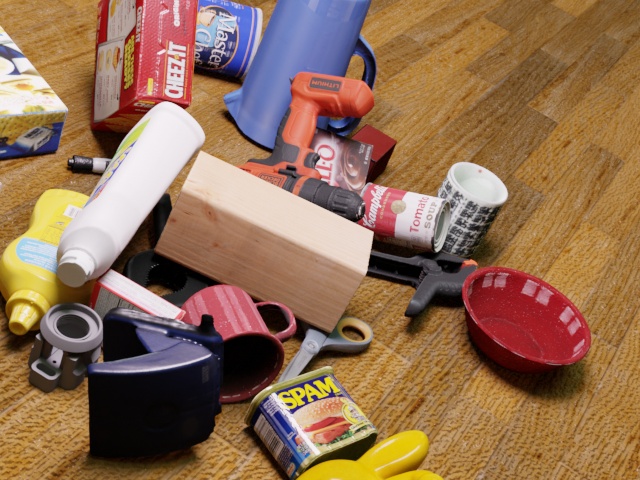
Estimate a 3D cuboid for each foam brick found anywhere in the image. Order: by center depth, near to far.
[{"bbox_3d":[0.059,-0.112,1.430,0.051,0.053,0.078,31,35,11],"label":"foam brick"}]

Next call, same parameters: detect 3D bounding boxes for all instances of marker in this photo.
[{"bbox_3d":[-0.237,-0.086,1.256,0.121,0.020,0.020,5,39,-25],"label":"marker"}]

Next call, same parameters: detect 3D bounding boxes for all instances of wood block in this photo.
[{"bbox_3d":[-0.058,0.002,1.128,0.206,0.090,0.090,25,31,-7],"label":"wood block"}]

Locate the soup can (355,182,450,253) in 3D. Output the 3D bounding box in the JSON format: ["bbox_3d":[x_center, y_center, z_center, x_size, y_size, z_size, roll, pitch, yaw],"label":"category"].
[{"bbox_3d":[0.101,-0.027,1.304,0.102,0.068,0.068,13,31,19],"label":"soup can"}]

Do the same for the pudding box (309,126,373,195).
[{"bbox_3d":[0.010,-0.081,1.340,0.090,0.039,0.113,18,59,-8],"label":"pudding box"}]

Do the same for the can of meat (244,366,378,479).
[{"bbox_3d":[-0.007,0.177,1.012,0.101,0.058,0.084,-13,52,-40],"label":"can of meat"}]

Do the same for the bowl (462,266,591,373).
[{"bbox_3d":[0.230,0.103,1.243,0.162,0.055,0.162,15,36,-12],"label":"bowl"}]

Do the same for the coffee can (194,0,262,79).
[{"bbox_3d":[-0.162,-0.291,1.495,0.140,0.103,0.103,12,37,-16],"label":"coffee can"}]

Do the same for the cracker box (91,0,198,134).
[{"bbox_3d":[-0.206,-0.219,1.237,0.072,0.164,0.214,5,-5,-25],"label":"cracker box"}]

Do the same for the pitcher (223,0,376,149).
[{"bbox_3d":[-0.010,-0.242,1.395,0.145,0.243,0.149,40,38,21],"label":"pitcher"}]

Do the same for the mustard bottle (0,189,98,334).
[{"bbox_3d":[-0.264,0.027,1.058,0.096,0.058,0.191,26,34,-8],"label":"mustard bottle"}]

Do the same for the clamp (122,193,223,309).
[{"bbox_3d":[-0.140,0.035,1.138,0.164,0.036,0.209,26,33,1],"label":"clamp"}]

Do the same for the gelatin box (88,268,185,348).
[{"bbox_3d":[-0.180,0.079,1.024,0.089,0.073,0.030,28,35,7],"label":"gelatin box"}]

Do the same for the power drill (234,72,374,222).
[{"bbox_3d":[-0.004,-0.109,1.280,0.185,0.057,0.187,14,64,26],"label":"power drill"}]

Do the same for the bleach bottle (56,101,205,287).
[{"bbox_3d":[-0.195,-0.041,1.057,0.068,0.103,0.250,42,31,-15],"label":"bleach bottle"}]

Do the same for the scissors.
[{"bbox_3d":[0.007,0.117,1.114,0.096,0.016,0.201,24,29,-7],"label":"scissors"}]

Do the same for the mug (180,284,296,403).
[{"bbox_3d":[-0.081,0.093,1.041,0.117,0.093,0.081,-23,44,-9],"label":"mug"}]

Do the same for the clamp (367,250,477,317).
[{"bbox_3d":[0.117,0.039,1.279,0.120,0.039,0.171,43,32,27],"label":"clamp"}]
